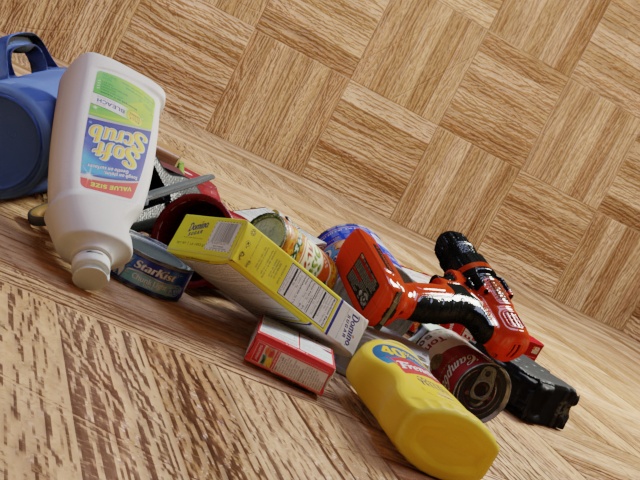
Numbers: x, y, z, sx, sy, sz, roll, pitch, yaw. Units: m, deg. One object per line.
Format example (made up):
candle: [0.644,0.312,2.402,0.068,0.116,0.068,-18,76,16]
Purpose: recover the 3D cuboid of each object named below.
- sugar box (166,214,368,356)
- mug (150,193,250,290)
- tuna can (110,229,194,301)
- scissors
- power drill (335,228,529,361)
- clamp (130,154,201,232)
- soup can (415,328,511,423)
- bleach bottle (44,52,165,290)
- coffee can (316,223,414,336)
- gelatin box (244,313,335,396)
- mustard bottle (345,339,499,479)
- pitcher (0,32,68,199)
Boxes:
sugar box: [-0.045,0.041,0.963,0.094,0.048,0.176,8,-24,48]
mug: [-0.121,0.008,1.071,0.117,0.093,0.081,-9,-12,19]
tuna can: [-0.159,0.022,0.976,0.086,0.034,0.086,27,6,-3]
scissors: [-0.195,-0.039,1.020,0.096,0.016,0.201,8,22,27]
power drill: [0.111,0.041,1.103,0.187,0.057,0.184,11,33,-30]
clamp: [-0.173,-0.034,1.144,0.036,0.164,0.209,-14,-37,25]
soup can: [0.146,0.141,1.125,0.068,0.068,0.102,24,7,-27]
bleach bottle: [-0.189,-0.056,0.939,0.102,0.068,0.251,27,37,-32]
coffee can: [0.044,0.050,1.223,0.102,0.103,0.140,25,12,-18]
gelatin box: [-0.026,0.099,0.925,0.073,0.030,0.089,26,4,-3]
mustard bottle: [0.073,0.132,0.915,0.096,0.058,0.192,26,8,-24]
pitcher: [-0.295,-0.119,1.083,0.149,0.145,0.243,30,9,-2]
